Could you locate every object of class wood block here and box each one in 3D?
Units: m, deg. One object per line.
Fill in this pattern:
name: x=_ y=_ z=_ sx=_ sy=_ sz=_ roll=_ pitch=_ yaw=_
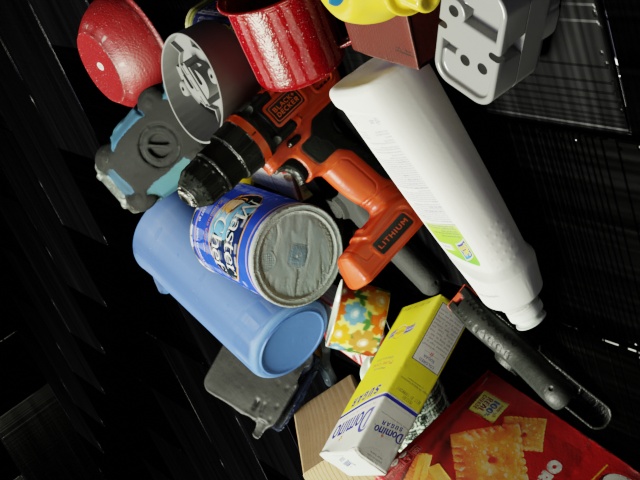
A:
wood block: x=0.033 y=0.241 z=1.227 sx=0.090 sy=0.091 sz=0.206 roll=57 pitch=-179 yaw=-10

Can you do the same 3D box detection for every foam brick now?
foam brick: x=0.060 y=-0.168 z=0.795 sx=0.078 sy=0.051 sz=0.053 roll=28 pitch=146 yaw=44

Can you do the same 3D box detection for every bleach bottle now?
bleach bottle: x=0.108 y=-0.034 z=0.871 sx=0.251 sy=0.068 sz=0.103 roll=56 pitch=169 yaw=-16

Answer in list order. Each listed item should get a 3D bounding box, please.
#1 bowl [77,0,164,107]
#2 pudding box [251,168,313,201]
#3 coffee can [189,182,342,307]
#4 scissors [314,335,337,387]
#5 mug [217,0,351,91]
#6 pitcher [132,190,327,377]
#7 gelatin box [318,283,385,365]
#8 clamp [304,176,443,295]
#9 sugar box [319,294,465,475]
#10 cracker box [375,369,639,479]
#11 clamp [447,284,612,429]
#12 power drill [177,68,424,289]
bowl: x=-0.238 y=-0.216 z=1.259 sx=0.162 sy=0.055 sz=0.162 roll=40 pitch=152 yaw=27
pudding box: x=-0.049 y=-0.102 z=1.090 sx=0.090 sy=0.039 sz=0.113 roll=24 pitch=141 yaw=48
coffee can: x=-0.057 y=0.001 z=1.082 sx=0.141 sy=0.102 sz=0.103 roll=21 pitch=140 yaw=56
scissors: x=-0.002 y=0.163 z=1.376 sx=0.096 sy=0.016 sz=0.202 roll=28 pitch=144 yaw=47
mug: x=-0.018 y=-0.181 z=0.892 sx=0.117 sy=0.093 sz=0.081 roll=-9 pitch=127 yaw=22
pitcher: x=-0.099 y=0.038 z=1.237 sx=0.243 sy=0.145 sz=0.149 roll=42 pitch=160 yaw=36
gelatin box: x=0.037 y=0.099 z=1.207 sx=0.089 sy=0.030 sz=0.073 roll=32 pitch=146 yaw=42
clamp: x=0.034 y=-0.034 z=1.032 sx=0.165 sy=0.036 sz=0.210 roll=17 pitch=140 yaw=52
sugar box: x=0.071 y=0.139 z=1.023 sx=0.048 sy=0.176 sz=0.093 roll=38 pitch=158 yaw=-8
cracker box: x=0.180 y=0.237 z=0.970 sx=0.214 sy=0.164 sz=0.072 roll=33 pitch=151 yaw=38
clamp: x=0.170 y=0.096 z=0.911 sx=0.172 sy=0.039 sz=0.120 roll=40 pitch=180 yaw=27
power drill: x=-0.008 y=-0.048 z=0.936 sx=0.187 sy=0.184 sz=0.057 roll=47 pitch=164 yaw=-6
